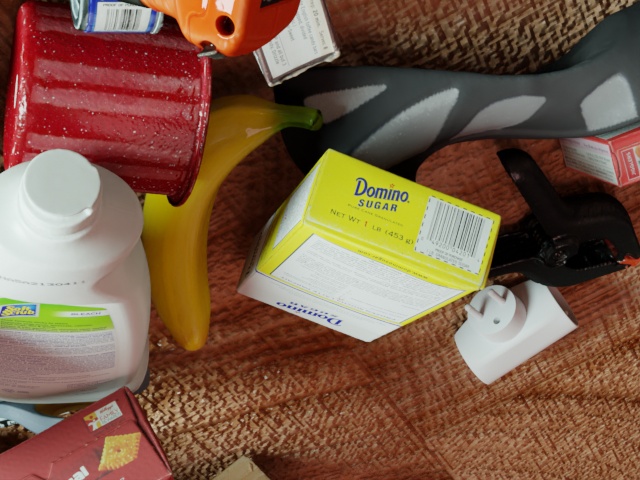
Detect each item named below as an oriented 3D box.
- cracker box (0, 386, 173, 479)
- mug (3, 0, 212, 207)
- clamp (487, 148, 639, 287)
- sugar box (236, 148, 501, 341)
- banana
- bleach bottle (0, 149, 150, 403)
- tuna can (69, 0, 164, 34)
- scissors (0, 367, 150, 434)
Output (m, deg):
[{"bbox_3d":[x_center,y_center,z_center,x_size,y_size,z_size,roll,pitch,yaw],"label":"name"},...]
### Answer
[{"bbox_3d":[-0.151,0.200,0.634,0.164,0.072,0.214,-29,147,-15],"label":"cracker box"},{"bbox_3d":[-0.105,-0.060,0.503,0.081,0.093,0.117,5,156,-20],"label":"mug"},{"bbox_3d":[0.139,0.003,0.700,0.171,0.039,0.120,17,135,-37],"label":"clamp"},{"bbox_3d":[0.017,0.009,0.572,0.093,0.048,0.176,22,165,-10],"label":"sugar box"},{"bbox_3d":[-0.066,-0.014,0.583,0.037,0.070,0.198,-38,164,-45],"label":"banana"},{"bbox_3d":[-0.122,0.021,0.519,0.102,0.068,0.251,-2,160,-17],"label":"bleach bottle"},{"bbox_3d":[-0.084,-0.127,0.434,0.033,0.086,0.086,-3,136,-17],"label":"tuna can"},{"bbox_3d":[-0.201,0.106,0.643,0.201,0.096,0.016,-11,106,-14],"label":"scissors"}]
